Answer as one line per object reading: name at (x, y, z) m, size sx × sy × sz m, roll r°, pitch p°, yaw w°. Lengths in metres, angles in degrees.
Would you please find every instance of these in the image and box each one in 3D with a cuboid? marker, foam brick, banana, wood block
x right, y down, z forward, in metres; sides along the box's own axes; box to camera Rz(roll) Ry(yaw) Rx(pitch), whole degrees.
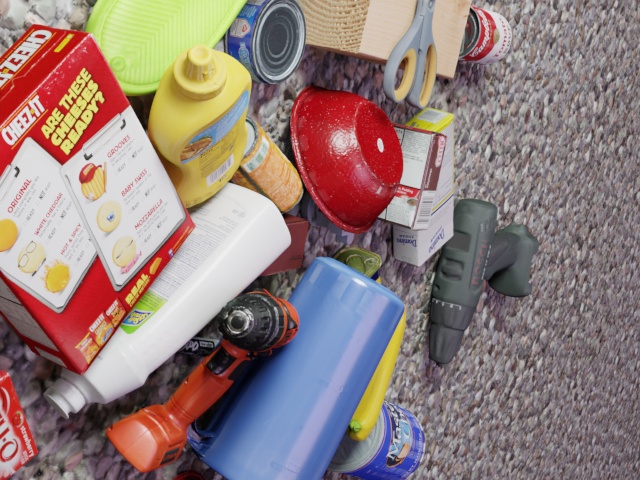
marker at (-0.134, 0.098, 1.015) m, size 0.121 × 0.020 × 0.020 m, roll 19°, pitch 88°, yaw -58°
foam brick at (-0.057, 0.001, 1.059) m, size 0.078 × 0.051 × 0.053 m, roll -8°, pitch 112°, yaw -56°
banana at (0.062, 0.156, 1.201) m, size 0.070 × 0.037 × 0.197 m, roll -60°, pitch -175°, yaw 45°
wood block at (0.064, -0.230, 1.103) m, size 0.205 × 0.090 × 0.091 m, roll -2°, pitch 106°, yaw -58°

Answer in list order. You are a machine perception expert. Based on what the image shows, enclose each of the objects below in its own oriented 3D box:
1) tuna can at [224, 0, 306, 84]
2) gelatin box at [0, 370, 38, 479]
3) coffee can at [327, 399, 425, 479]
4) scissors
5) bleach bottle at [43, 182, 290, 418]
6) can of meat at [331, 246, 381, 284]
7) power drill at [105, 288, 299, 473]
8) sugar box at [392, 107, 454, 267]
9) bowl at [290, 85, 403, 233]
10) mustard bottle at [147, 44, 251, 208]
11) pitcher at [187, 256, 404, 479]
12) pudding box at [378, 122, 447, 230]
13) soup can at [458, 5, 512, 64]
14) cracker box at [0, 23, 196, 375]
tuna can at (-0.050, -0.189, 0.996) m, size 0.085 × 0.034 × 0.086 m, roll -31°, pitch 129°, yaw -48°
gelatin box at (-0.264, 0.152, 0.827) m, size 0.073 × 0.030 × 0.089 m, roll -42°, pitch 137°, yaw -41°
coffee can at (0.055, 0.239, 1.297) m, size 0.140 × 0.103 × 0.103 m, roll 35°, pitch 75°, yaw -57°
scissors at (0.094, -0.222, 1.049) m, size 0.096 × 0.016 × 0.202 m, roll -33°, pitch 131°, yaw -46°
bleach bottle at (-0.142, 0.053, 0.926) m, size 0.250 × 0.103 × 0.068 m, roll -45°, pitch 131°, yaw -25°
can of meat at (0.030, 0.071, 1.223) m, size 0.102 × 0.058 × 0.084 m, roll -45°, pitch 141°, yaw -37°
power drill at (-0.100, 0.120, 0.939) m, size 0.187 × 0.057 × 0.184 m, roll -44°, pitch 170°, yaw 3°
sugar box at (0.127, -0.065, 1.322) m, size 0.093 × 0.048 × 0.176 m, roll -38°, pitch 138°, yaw -43°
bowl at (0.038, -0.091, 1.092) m, size 0.161 × 0.055 × 0.162 m, roll 32°, pitch 49°, yaw -46°
mustard bottle at (-0.098, -0.099, 0.863) m, size 0.096 × 0.058 × 0.192 m, roll -44°, pitch 169°, yaw -20°
pitcher at (-0.024, 0.138, 1.074) m, size 0.243 × 0.145 × 0.149 m, roll -60°, pitch 160°, yaw -5°
pudding box at (0.087, -0.075, 1.211) m, size 0.039 × 0.090 × 0.113 m, roll -1°, pitch 105°, yaw -55°
soup can at (0.184, -0.251, 1.301) m, size 0.102 × 0.069 × 0.068 m, roll -6°, pitch 110°, yaw -57°
cracker box at (-0.199, -0.028, 0.806) m, size 0.164 × 0.072 × 0.213 m, roll -55°, pitch 143°, yaw -27°
